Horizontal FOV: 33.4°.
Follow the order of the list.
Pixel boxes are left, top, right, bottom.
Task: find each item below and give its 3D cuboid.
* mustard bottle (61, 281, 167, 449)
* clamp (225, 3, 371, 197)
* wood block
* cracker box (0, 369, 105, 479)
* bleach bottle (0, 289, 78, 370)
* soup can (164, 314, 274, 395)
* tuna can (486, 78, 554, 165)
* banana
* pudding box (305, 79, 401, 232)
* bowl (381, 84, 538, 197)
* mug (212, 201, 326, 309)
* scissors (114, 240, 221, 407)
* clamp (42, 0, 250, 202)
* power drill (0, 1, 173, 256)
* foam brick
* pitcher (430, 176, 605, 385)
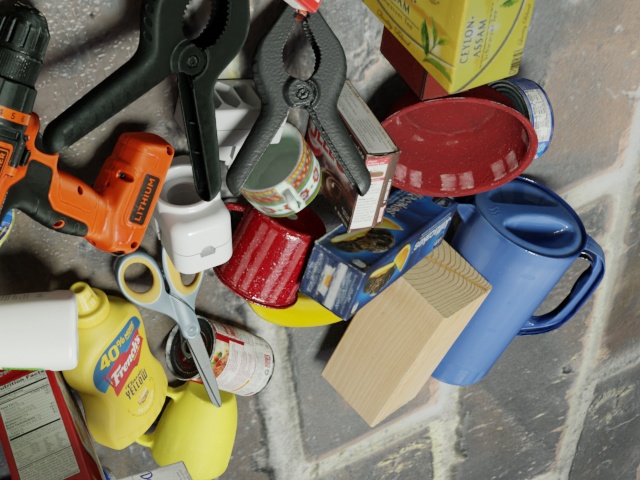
[{"bbox_3d":[-0.204,0.110,1.023,0.096,0.058,0.191,-54,148,-35],"label":"mustard bottle"},{"bbox_3d":[-0.008,-0.113,0.879,0.120,0.039,0.171,8,93,-17],"label":"clamp"},{"bbox_3d":[0.092,0.102,1.188,0.090,0.091,0.206,-27,154,-41],"label":"wood block"},{"bbox_3d":[-0.246,0.204,0.985,0.072,0.214,0.164,-23,141,-12],"label":"cracker box"},{"bbox_3d":[-0.329,0.078,0.880,0.250,0.068,0.103,-1,178,-12],"label":"bleach bottle"},{"bbox_3d":[-0.104,0.122,1.123,0.068,0.068,0.102,-46,142,15],"label":"soup can"},{"bbox_3d":[0.192,-0.119,1.064,0.033,0.086,0.086,-10,137,-30],"label":"tuna can"},{"bbox_3d":[-0.013,0.064,1.151,0.197,0.037,0.070,11,124,-43],"label":"banana"},{"bbox_3d":[0.025,-0.078,0.963,0.039,0.114,0.090,-12,137,-24],"label":"pudding box"},{"bbox_3d":[0.125,-0.107,1.022,0.162,0.055,0.162,1,150,0],"label":"bowl"},{"bbox_3d":[-0.057,0.001,1.021,0.117,0.093,0.082,25,114,-9],"label":"mug"},{"bbox_3d":[-0.145,0.081,1.025,0.096,0.016,0.202,-10,111,-23],"label":"scissors"},{"bbox_3d":[-0.115,-0.137,0.805,0.164,0.036,0.210,7,106,-45],"label":"clamp"},{"bbox_3d":[-0.202,-0.071,0.825,0.187,0.057,0.184,18,96,-51],"label":"power drill"},{"bbox_3d":[0.095,-0.170,0.944,0.053,0.078,0.051,-14,139,-21],"label":"foam brick"},{"bbox_3d":[0.200,0.057,1.221,0.144,0.149,0.243,-14,143,-38],"label":"pitcher"}]
